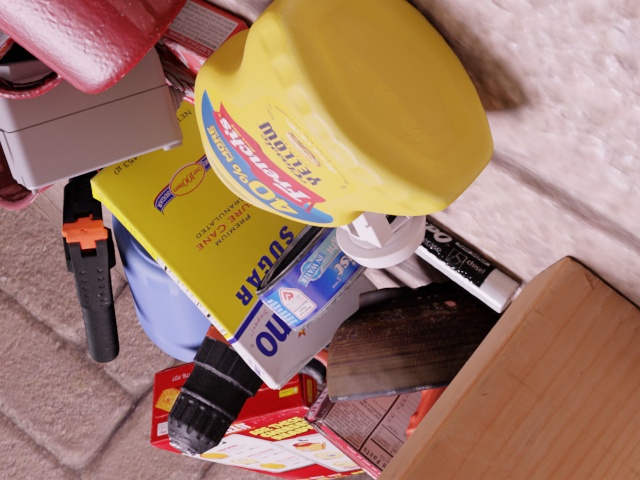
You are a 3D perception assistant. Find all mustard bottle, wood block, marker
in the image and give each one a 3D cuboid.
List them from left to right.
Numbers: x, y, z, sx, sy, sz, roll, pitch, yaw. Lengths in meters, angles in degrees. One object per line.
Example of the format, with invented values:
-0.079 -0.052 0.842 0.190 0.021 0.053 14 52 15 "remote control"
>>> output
-0.008 -0.049 0.458 0.096 0.058 0.192 46 164 -12 "mustard bottle"
0.052 -0.003 0.576 0.121 0.020 0.020 36 168 16 "marker"
0.079 0.120 0.495 0.091 0.206 0.090 39 169 6 "wood block"

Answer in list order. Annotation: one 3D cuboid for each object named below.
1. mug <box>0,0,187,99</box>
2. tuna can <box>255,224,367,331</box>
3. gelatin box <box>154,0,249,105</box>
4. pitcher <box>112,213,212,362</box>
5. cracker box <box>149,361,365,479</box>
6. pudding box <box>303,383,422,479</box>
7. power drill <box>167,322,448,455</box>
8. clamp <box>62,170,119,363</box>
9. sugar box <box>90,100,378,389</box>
-0.114 -0.110 0.464 0.081 0.117 0.093 39 -167 -25 "mug"
0.001 0.011 0.624 0.033 0.086 0.086 42 169 -7 "tuna can"
-0.061 -0.093 0.556 0.089 0.030 0.073 32 166 34 "gelatin box"
-0.102 0.005 0.865 0.149 0.145 0.243 26 163 6 "pitcher"
-0.013 0.148 0.913 0.164 0.072 0.213 -20 150 32 "cracker box"
0.056 0.116 0.788 0.090 0.113 0.039 42 162 -13 "pudding box"
0.010 0.095 0.726 0.187 0.184 0.057 29 166 5 "power drill"
-0.173 -0.002 0.796 0.210 0.036 0.164 122 138 -73 "clamp"
-0.054 0.001 0.684 0.176 0.093 0.048 46 168 2 "sugar box"
